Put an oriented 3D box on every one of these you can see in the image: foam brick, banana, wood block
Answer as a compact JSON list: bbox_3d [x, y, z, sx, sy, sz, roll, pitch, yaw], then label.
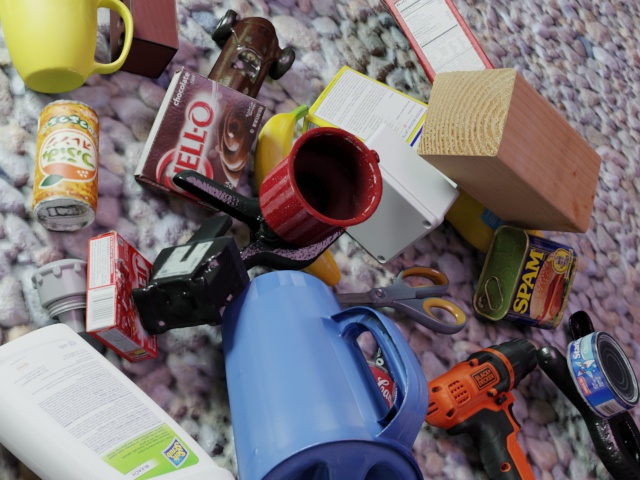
[{"bbox_3d":[-0.176,-0.211,1.060,0.051,0.053,0.078,11,56,-30],"label":"foam brick"},{"bbox_3d":[-0.028,-0.048,1.057,0.069,0.037,0.198,-6,73,-12],"label":"banana"},{"bbox_3d":[0.195,-0.086,1.072,0.205,0.091,0.090,30,70,-47],"label":"wood block"}]

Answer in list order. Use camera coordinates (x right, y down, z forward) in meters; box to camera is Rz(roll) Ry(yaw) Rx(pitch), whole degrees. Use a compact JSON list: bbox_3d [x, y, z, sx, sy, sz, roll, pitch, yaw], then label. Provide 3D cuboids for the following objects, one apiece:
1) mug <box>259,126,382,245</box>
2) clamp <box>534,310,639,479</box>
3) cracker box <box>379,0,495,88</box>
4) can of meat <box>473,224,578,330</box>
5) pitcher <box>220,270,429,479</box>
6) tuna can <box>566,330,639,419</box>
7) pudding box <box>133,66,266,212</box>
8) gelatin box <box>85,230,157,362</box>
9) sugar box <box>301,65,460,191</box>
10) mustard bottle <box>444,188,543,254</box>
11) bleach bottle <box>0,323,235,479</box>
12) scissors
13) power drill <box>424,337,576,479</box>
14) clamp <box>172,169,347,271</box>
[{"bbox_3d":[0.004,-0.050,0.963,0.117,0.082,0.093,-34,90,-33],"label":"mug"},{"bbox_3d":[0.294,0.181,1.127,0.164,0.036,0.210,-9,73,-59],"label":"clamp"},{"bbox_3d":[0.140,-0.222,1.228,0.214,0.072,0.164,61,10,14],"label":"cracker box"},{"bbox_3d":[0.223,0.042,1.152,0.083,0.058,0.102,15,94,-32],"label":"can of meat"},{"bbox_3d":[-0.005,0.123,0.850,0.149,0.145,0.243,-12,35,-6],"label":"pitcher"},{"bbox_3d":[0.288,0.136,1.086,0.086,0.034,0.086,36,38,-34],"label":"tuna can"},{"bbox_3d":[-0.114,-0.094,1.005,0.090,0.039,0.113,23,81,-23],"label":"pudding box"},{"bbox_3d":[-0.164,0.047,0.890,0.073,0.030,0.089,53,27,-57],"label":"gelatin box"},{"bbox_3d":[0.078,-0.110,1.131,0.176,0.048,0.093,29,59,9],"label":"sugar box"},{"bbox_3d":[0.182,-0.040,1.198,0.191,0.058,0.096,40,48,-7],"label":"mustard bottle"},{"bbox_3d":[-0.143,0.158,0.752,0.251,0.068,0.102,34,44,31],"label":"bleach bottle"},{"bbox_3d":[0.073,0.069,1.058,0.201,0.016,0.096,-16,55,-47],"label":"scissors"},{"bbox_3d":[0.196,0.195,1.058,0.184,0.057,0.188,-19,72,-44],"label":"power drill"},{"bbox_3d":[-0.056,0.001,0.990,0.171,0.039,0.120,5,86,-21],"label":"clamp"}]
